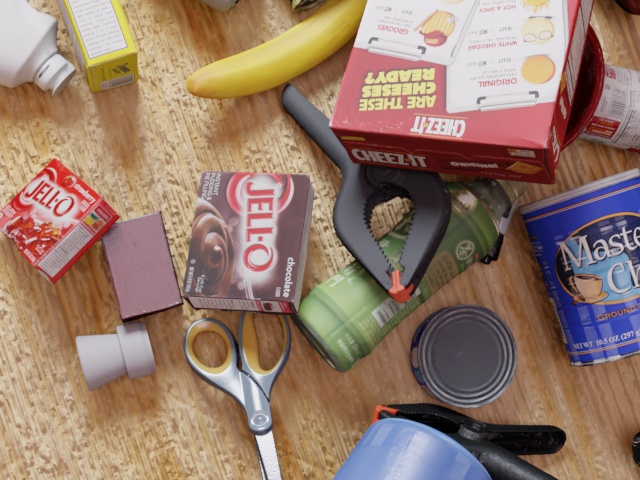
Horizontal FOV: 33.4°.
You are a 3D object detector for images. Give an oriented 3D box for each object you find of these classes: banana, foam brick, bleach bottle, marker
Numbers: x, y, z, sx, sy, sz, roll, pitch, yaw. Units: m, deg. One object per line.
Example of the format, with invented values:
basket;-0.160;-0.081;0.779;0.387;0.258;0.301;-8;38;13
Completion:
banana;-0.021;-0.168;0.884;0.197;0.069;0.037;-37;53;-5
foam brick;-0.143;0.022;0.852;0.051;0.053;0.078;-14;88;-10
bleach bottle;-0.294;-0.214;0.847;0.251;0.068;0.102;41;81;-6
marker;0.163;-0.036;0.921;0.020;0.020;0.121;23;82;-6

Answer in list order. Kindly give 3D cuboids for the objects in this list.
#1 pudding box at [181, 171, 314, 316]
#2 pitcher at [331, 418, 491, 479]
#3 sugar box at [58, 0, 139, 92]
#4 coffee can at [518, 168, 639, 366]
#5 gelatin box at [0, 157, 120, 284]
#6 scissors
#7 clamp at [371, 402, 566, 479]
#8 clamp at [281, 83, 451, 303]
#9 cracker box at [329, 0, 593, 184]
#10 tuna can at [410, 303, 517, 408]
pudding box;-0.056;0.001;0.850;0.090;0.039;0.113;2;69;11
pitcher;0.022;0.241;0.738;0.145;0.149;0.242;39;60;-6
sugar box;-0.192;-0.213;0.846;0.048;0.093;0.176;-18;88;-11
coffee can;0.235;0.022;0.885;0.102;0.103;0.140;-18;88;-10
gelatin box;-0.208;-0.018;0.831;0.073;0.089;0.030;-46;135;-8
scissors;-0.066;0.135;0.836;0.096;0.016;0.201;1;60;4
clamp;0.129;0.165;0.872;0.171;0.120;0.039;19;103;11
clamp;0.044;-0.053;0.852;0.165;0.036;0.210;-4;69;17
cracker box;0.116;-0.156;0.814;0.164;0.072;0.213;8;70;23
tuna can;0.119;0.096;0.896;0.086;0.034;0.086;1;85;-9
